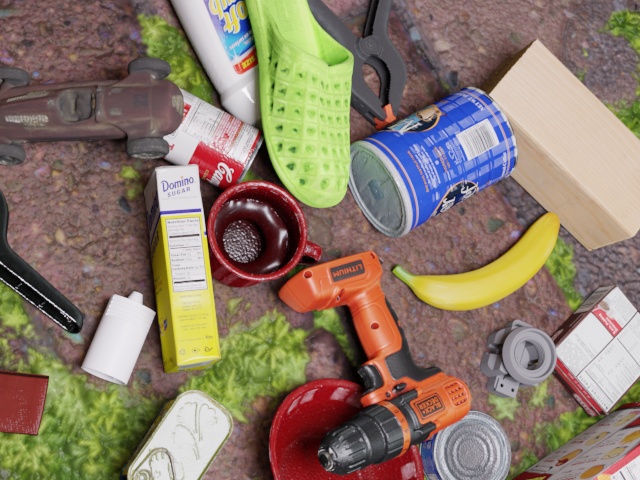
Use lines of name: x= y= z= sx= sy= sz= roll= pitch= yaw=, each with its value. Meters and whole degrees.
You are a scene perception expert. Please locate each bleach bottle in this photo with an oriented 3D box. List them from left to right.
bleach bottle: x=-0.081 y=-0.212 z=1.049 sx=0.102 sy=0.068 sz=0.251 roll=-26 pitch=91 yaw=-27

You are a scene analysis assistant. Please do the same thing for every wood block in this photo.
wood block: x=0.254 y=-0.097 z=1.117 sx=0.206 sy=0.090 sz=0.090 roll=43 pitch=70 yaw=-6

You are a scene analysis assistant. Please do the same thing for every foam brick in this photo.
foam brick: x=-0.277 y=0.139 z=0.916 sx=0.078 sy=0.053 sz=0.051 roll=9 pitch=76 yaw=-15

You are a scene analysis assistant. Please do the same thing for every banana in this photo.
banana: x=0.173 y=0.028 z=1.092 sx=0.197 sy=0.037 sz=0.069 roll=-18 pitch=86 yaw=-20

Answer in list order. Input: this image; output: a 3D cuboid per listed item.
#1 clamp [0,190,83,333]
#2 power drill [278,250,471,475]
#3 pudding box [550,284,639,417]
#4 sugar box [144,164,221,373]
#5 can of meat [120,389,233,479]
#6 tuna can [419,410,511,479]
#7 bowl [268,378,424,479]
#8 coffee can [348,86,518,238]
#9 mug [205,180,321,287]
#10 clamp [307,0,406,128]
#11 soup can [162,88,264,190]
clamp: x=-0.314 y=0.009 z=0.923 sx=0.164 sy=0.036 sz=0.210 roll=-21 pitch=82 yaw=-43
power drill: x=0.036 y=0.110 z=0.983 sx=0.184 sy=0.057 sz=0.188 roll=-15 pitch=72 yaw=-44
pudding box: x=0.294 y=0.114 z=1.113 sx=0.113 sy=0.039 sz=0.090 roll=-41 pitch=93 yaw=-19
sugar box: x=-0.127 y=0.028 z=0.966 sx=0.048 sy=0.093 sz=0.176 roll=-8 pitch=80 yaw=-17
can of meat: x=-0.130 y=0.184 z=0.937 sx=0.057 sy=0.084 sz=0.102 roll=36 pitch=70 yaw=-8
tuna can: x=0.142 y=0.209 z=1.046 sx=0.086 sy=0.034 sz=0.086 roll=4 pitch=78 yaw=-17
bowl: x=0.014 y=0.211 z=0.976 sx=0.162 sy=0.055 sz=0.162 roll=17 pitch=52 yaw=-24
coffee can: x=0.109 y=-0.079 z=1.059 sx=0.140 sy=0.103 sz=0.103 roll=-29 pitch=88 yaw=-21
mug: x=-0.057 y=0.001 z=1.000 sx=0.117 sy=0.082 sz=0.093 roll=12 pitch=75 yaw=-15
clamp: x=0.051 y=-0.205 z=1.102 sx=0.120 sy=0.039 sz=0.171 roll=-25 pitch=93 yaw=-16
soup can: x=-0.112 y=-0.096 z=1.008 sx=0.102 sy=0.069 sz=0.068 roll=28 pitch=72 yaw=-7
